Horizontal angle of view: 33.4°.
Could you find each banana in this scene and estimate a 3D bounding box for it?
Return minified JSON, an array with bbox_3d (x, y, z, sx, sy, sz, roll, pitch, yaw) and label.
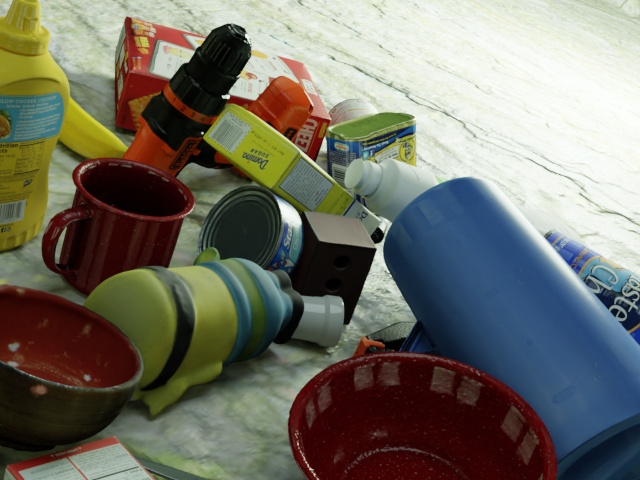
[{"bbox_3d":[-0.243,-0.123,1.027,0.198,0.037,0.069,43,12,36],"label":"banana"}]

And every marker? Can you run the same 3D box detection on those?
[{"bbox_3d":[0.065,-0.026,1.073,0.020,0.020,0.121,23,26,5],"label":"marker"}]

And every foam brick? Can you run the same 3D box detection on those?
[{"bbox_3d":[0.004,0.023,0.869,0.053,0.078,0.051,7,29,-22],"label":"foam brick"}]

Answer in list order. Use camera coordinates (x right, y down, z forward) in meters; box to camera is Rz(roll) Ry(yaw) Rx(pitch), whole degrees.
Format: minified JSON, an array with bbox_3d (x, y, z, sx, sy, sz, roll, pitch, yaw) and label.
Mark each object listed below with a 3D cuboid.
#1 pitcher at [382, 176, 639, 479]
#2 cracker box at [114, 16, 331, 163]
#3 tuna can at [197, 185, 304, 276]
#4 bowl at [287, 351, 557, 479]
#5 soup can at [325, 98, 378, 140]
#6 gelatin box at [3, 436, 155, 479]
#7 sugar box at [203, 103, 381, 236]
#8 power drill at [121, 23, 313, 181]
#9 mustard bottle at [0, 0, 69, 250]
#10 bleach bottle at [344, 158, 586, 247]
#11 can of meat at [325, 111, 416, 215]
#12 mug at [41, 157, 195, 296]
[{"bbox_3d":[0.133,0.074,0.763,0.148,0.145,0.243,4,41,-39],"label":"pitcher"},{"bbox_3d":[-0.112,-0.157,1.145,0.213,0.072,0.164,12,27,-19],"label":"cracker box"},{"bbox_3d":[-0.056,0.001,0.855,0.033,0.086,0.086,30,11,-49],"label":"tuna can"},{"bbox_3d":[0.058,0.138,0.647,0.162,0.055,0.162,5,32,-3],"label":"bowl"},{"bbox_3d":[0.044,-0.104,1.156,0.068,0.069,0.102,12,27,-18],"label":"soup can"},{"bbox_3d":[-0.121,0.151,0.583,0.073,0.030,0.089,-8,37,-47],"label":"gelatin box"},{"bbox_3d":[-0.021,-0.052,0.949,0.093,0.048,0.176,38,-1,33],"label":"sugar box"},{"bbox_3d":[-0.085,-0.116,0.976,0.057,0.185,0.187,49,26,18],"label":"power drill"},{"bbox_3d":[-0.231,-0.085,0.776,0.058,0.192,0.096,37,30,30],"label":"mustard bottle"},{"bbox_3d":[0.128,-0.023,0.995,0.250,0.068,0.103,21,15,-29],"label":"bleach bottle"},{"bbox_3d":[0.052,-0.077,1.060,0.101,0.084,0.058,-22,29,-39],"label":"can of meat"},{"bbox_3d":[-0.157,-0.004,0.798,0.093,0.082,0.117,35,29,28],"label":"mug"}]
